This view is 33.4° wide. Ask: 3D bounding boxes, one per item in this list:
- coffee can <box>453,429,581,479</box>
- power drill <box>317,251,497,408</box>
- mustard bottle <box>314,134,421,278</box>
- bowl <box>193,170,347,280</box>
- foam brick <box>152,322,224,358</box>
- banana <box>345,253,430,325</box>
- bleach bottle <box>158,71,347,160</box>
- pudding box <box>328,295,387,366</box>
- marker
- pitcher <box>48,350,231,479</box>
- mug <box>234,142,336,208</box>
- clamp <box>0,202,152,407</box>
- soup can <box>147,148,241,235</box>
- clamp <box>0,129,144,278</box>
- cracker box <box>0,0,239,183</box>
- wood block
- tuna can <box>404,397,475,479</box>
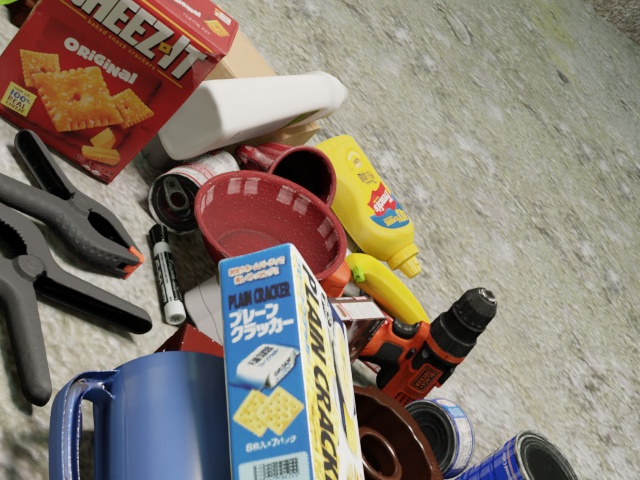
[{"bbox_3d":[0.182,0.269,1.071,0.102,0.140,0.103,33,31,-23],"label":"coffee can"},{"bbox_3d":[0.070,0.086,1.132,0.187,0.185,0.057,30,30,-9],"label":"power drill"},{"bbox_3d":[0.059,-0.036,1.284,0.192,0.058,0.096,55,31,9],"label":"mustard bottle"},{"bbox_3d":[-0.057,0.001,1.077,0.162,0.055,0.162,16,39,-13],"label":"bowl"},{"bbox_3d":[-0.120,0.123,0.946,0.051,0.053,0.078,36,30,-19],"label":"foam brick"},{"bbox_3d":[0.071,0.059,1.240,0.197,0.037,0.070,36,28,-51],"label":"banana"},{"bbox_3d":[-0.060,-0.147,1.184,0.250,0.103,0.068,-19,90,-51],"label":"bleach bottle"},{"bbox_3d":[0.002,0.107,1.066,0.089,0.114,0.039,1,38,-52],"label":"pudding box"},{"bbox_3d":[-0.153,0.030,1.056,0.020,0.020,0.121,21,37,-39],"label":"marker"},{"bbox_3d":[-0.113,0.208,0.777,0.149,0.145,0.243,-6,47,-1],"label":"pitcher"},{"bbox_3d":[-0.050,-0.072,1.199,0.117,0.093,0.082,33,-7,-34],"label":"mug"},{"bbox_3d":[-0.244,0.032,0.912,0.210,0.036,0.164,51,29,9],"label":"clamp"},{"bbox_3d":[-0.132,-0.055,1.141,0.068,0.069,0.102,45,28,-2],"label":"soup can"},{"bbox_3d":[-0.238,-0.034,1.004,0.171,0.039,0.120,41,28,-25],"label":"clamp"},{"bbox_3d":[-0.209,-0.174,1.034,0.164,0.214,0.072,35,36,-20],"label":"cracker box"},{"bbox_3d":[-0.111,-0.182,1.308,0.206,0.090,0.090,51,29,8],"label":"wood block"},{"bbox_3d":[0.118,0.209,1.121,0.033,0.086,0.086,7,47,-48],"label":"tuna can"}]
